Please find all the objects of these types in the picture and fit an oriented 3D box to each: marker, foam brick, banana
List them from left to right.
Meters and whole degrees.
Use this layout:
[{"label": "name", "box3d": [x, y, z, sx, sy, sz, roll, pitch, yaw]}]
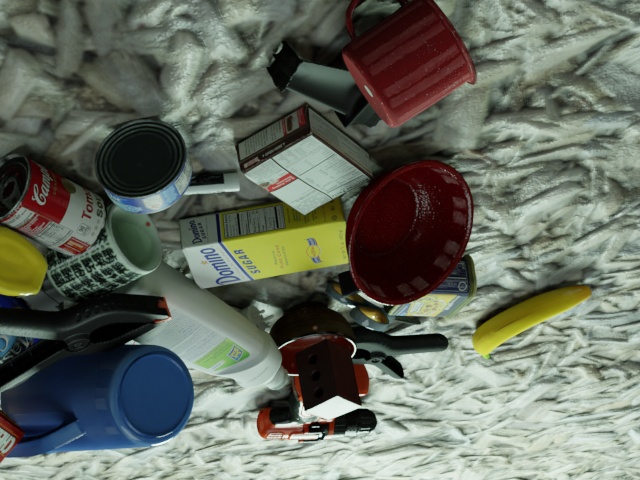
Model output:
[{"label": "marker", "box3d": [-0.142, -0.054, 1.070, 0.121, 0.020, 0.020, -5, 148, -8]}, {"label": "foam brick", "box3d": [0.009, 0.168, 1.288, 0.053, 0.078, 0.051, -29, 146, 26]}, {"label": "banana", "box3d": [0.268, 0.106, 1.430, 0.069, 0.037, 0.198, -2, 153, -47]}]

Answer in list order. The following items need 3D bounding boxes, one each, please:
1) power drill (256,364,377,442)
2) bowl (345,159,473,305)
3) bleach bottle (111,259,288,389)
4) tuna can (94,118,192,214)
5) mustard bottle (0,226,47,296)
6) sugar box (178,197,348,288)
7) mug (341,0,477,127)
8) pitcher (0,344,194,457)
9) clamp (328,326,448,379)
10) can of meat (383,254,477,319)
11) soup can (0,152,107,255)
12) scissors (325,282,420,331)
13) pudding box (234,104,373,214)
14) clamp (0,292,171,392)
[{"label": "power drill", "box3d": [0.011, 0.236, 1.535, 0.184, 0.057, 0.188, -1, 147, -15]}, {"label": "bowl", "box3d": [0.082, -0.015, 1.121, 0.161, 0.055, 0.162, -15, 119, -29]}, {"label": "bleach bottle", "box3d": [-0.139, 0.110, 1.232, 0.103, 0.068, 0.250, -34, 128, 26]}, {"label": "tuna can", "box3d": [-0.161, -0.068, 0.981, 0.086, 0.086, 0.034, -12, 150, 2]}, {"label": "mustard bottle", "box3d": [-0.360, 0.018, 1.039, 0.192, 0.058, 0.096, 0, 158, 39]}, {"label": "sugar box", "box3d": [-0.058, 0.002, 1.158, 0.176, 0.048, 0.093, -12, 148, 1]}, {"label": "mug", "box3d": [0.065, -0.158, 0.892, 0.081, 0.117, 0.093, -33, -171, 0]}, {"label": "pitcher", "box3d": [-0.259, 0.183, 1.208, 0.144, 0.149, 0.243, 22, 159, -37]}, {"label": "clamp", "box3d": [0.083, 0.142, 1.425, 0.171, 0.039, 0.120, 17, 137, -36]}, {"label": "can of meat", "box3d": [0.127, 0.055, 1.276, 0.083, 0.057, 0.102, 2, 156, -16]}, {"label": "soup can", "box3d": [-0.264, -0.032, 1.023, 0.069, 0.068, 0.102, -28, 145, 25]}, {"label": "scissors", "box3d": [0.066, 0.082, 1.333, 0.016, 0.096, 0.201, -56, 165, 10]}, {"label": "pudding box", "box3d": [-0.015, -0.077, 1.054, 0.090, 0.039, 0.113, -28, 146, 25]}, {"label": "clamp", "box3d": [-0.258, 0.090, 1.089, 0.209, 0.036, 0.165, -16, 153, -12]}]
